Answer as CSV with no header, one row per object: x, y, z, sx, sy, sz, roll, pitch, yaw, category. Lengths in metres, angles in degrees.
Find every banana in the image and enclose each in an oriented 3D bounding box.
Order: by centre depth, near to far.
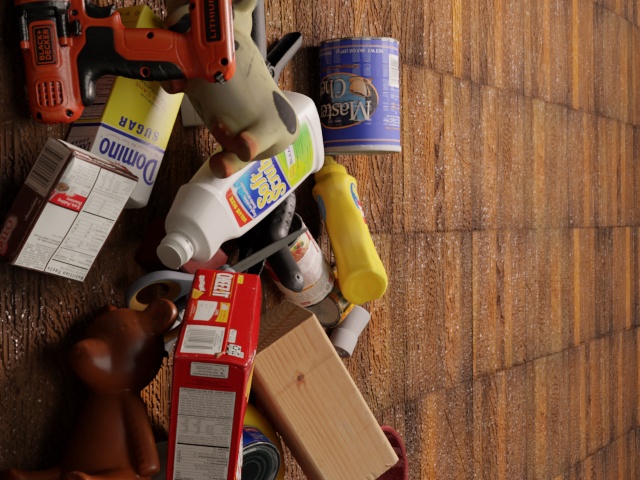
-0.084,0.224,1.204,0.069,0.037,0.197,-50,135,-8,banana

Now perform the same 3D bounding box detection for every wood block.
-0.009,0.181,1.198,0.090,0.090,0.206,-34,109,-15,wood block

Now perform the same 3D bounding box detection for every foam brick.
-0.142,0.018,1.090,0.078,0.053,0.051,52,48,-47,foam brick

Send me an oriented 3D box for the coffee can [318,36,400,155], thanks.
0.049,-0.180,1.353,0.102,0.103,0.140,-4,93,-58,coffee can

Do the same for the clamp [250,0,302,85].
-0.073,-0.200,1.213,0.120,0.039,0.171,45,53,-47,clamp

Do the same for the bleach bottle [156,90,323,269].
-0.083,-0.051,1.078,0.250,0.068,0.102,-52,146,-42,bleach bottle

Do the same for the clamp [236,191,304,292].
-0.058,0.001,1.159,0.036,0.165,0.210,25,57,-27,clamp

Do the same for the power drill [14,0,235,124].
-0.171,-0.199,0.928,0.057,0.187,0.184,-82,167,-85,power drill

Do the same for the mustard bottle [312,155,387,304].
0.030,-0.022,1.320,0.096,0.058,0.192,68,5,-62,mustard bottle

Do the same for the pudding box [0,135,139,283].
-0.222,-0.024,0.933,0.113,0.039,0.089,-59,148,5,pudding box

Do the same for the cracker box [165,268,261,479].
-0.102,0.158,1.007,0.164,0.072,0.214,-89,-175,-64,cracker box

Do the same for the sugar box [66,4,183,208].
-0.183,-0.128,1.029,0.093,0.048,0.176,41,55,-51,sugar box

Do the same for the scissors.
-0.111,0.030,1.054,0.202,0.016,0.096,-41,136,2,scissors

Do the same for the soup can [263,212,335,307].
-0.031,0.024,1.255,0.102,0.069,0.068,58,44,-41,soup can

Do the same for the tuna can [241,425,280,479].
-0.086,0.247,1.162,0.086,0.034,0.086,-20,125,-31,tuna can
